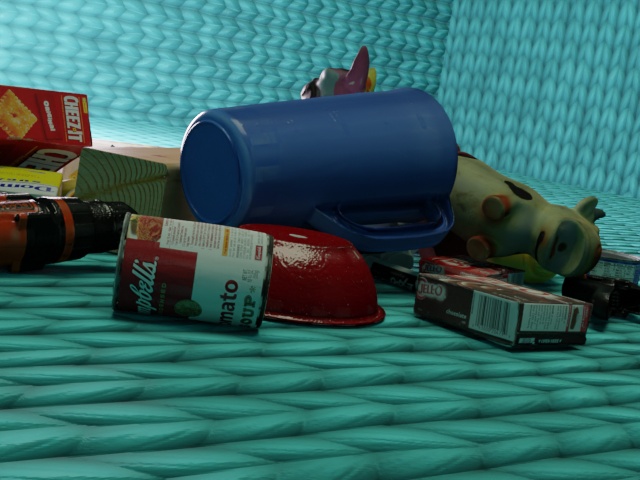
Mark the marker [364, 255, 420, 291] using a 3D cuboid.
[{"bbox_3d":[0.082,0.036,0.993,0.020,0.020,0.121,3,10,-37],"label":"marker"}]

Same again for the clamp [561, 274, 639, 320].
[{"bbox_3d":[0.272,0.054,1.007,0.120,0.039,0.172,10,0,-23],"label":"clamp"}]

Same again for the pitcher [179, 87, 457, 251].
[{"bbox_3d":[0.004,-0.063,0.967,0.242,0.145,0.149,-9,11,-39],"label":"pitcher"}]

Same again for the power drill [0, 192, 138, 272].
[{"bbox_3d":[-0.261,-0.037,0.862,0.184,0.057,0.188,-4,27,-44],"label":"power drill"}]

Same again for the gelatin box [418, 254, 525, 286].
[{"bbox_3d":[0.145,0.035,1.026,0.073,0.030,0.089,14,9,34],"label":"gelatin box"}]

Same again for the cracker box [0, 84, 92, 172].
[{"bbox_3d":[-0.377,-0.107,1.134,0.213,0.072,0.164,2,-17,-41],"label":"cracker box"}]

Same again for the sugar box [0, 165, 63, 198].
[{"bbox_3d":[-0.299,-0.042,1.032,0.093,0.048,0.176,5,7,-13],"label":"sugar box"}]

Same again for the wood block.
[{"bbox_3d":[-0.145,-0.041,1.036,0.091,0.090,0.205,12,8,19],"label":"wood block"}]

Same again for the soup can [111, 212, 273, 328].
[{"bbox_3d":[-0.087,0.021,0.735,0.102,0.068,0.068,8,8,-7],"label":"soup can"}]

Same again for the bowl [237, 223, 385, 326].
[{"bbox_3d":[-0.024,0.022,0.847,0.162,0.055,0.162,9,8,-1],"label":"bowl"}]

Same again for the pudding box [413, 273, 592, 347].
[{"bbox_3d":[0.144,0.054,0.855,0.089,0.039,0.114,3,10,-39],"label":"pudding box"}]

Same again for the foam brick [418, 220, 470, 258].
[{"bbox_3d":[0.144,-0.009,1.146,0.078,0.051,0.053,-28,19,-13],"label":"foam brick"}]

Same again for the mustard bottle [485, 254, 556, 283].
[{"bbox_3d":[0.224,0.009,1.191,0.096,0.058,0.192,-3,10,-9],"label":"mustard bottle"}]
